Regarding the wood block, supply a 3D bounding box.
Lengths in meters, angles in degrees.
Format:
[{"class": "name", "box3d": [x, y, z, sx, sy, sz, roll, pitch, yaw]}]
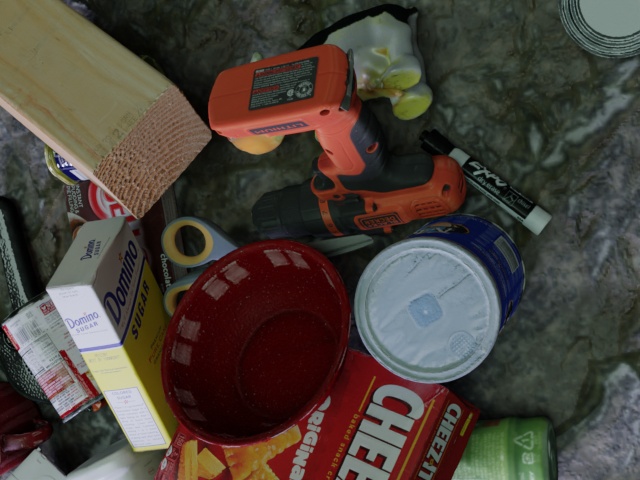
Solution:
[{"class": "wood block", "box3d": [-0.195, -0.120, 0.825, 0.206, 0.090, 0.090, 37, 83, 24]}]

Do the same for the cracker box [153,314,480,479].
[{"class": "cracker box", "box3d": [-0.010, 0.160, 0.821, 0.214, 0.072, 0.164, 18, 78, 37]}]

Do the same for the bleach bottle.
[{"class": "bleach bottle", "box3d": [-0.124, 0.293, 0.929, 0.068, 0.102, 0.251, -26, 90, 19]}]

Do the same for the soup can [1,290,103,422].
[{"class": "soup can", "box3d": [-0.220, 0.096, 0.920, 0.069, 0.068, 0.102, -34, 89, 20]}]

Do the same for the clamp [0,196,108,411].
[{"class": "clamp", "box3d": [-0.269, 0.072, 0.977, 0.210, 0.036, 0.165, 35, 101, 7]}]

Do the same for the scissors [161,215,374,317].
[{"class": "scissors", "box3d": [-0.056, 0.001, 0.852, 0.202, 0.016, 0.096, -29, 79, 28]}]

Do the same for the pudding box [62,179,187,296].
[{"class": "pudding box", "box3d": [-0.168, -0.004, 0.930, 0.090, 0.039, 0.113, -9, 96, 18]}]

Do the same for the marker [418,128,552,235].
[{"class": "marker", "box3d": [0.127, -0.048, 0.836, 0.121, 0.020, 0.020, 38, 108, 10]}]

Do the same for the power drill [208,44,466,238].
[{"class": "power drill", "box3d": [-0.004, -0.063, 0.800, 0.185, 0.187, 0.057, -11, 60, 25]}]

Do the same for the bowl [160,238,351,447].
[{"class": "bowl", "box3d": [-0.038, 0.082, 0.797, 0.162, 0.055, 0.162, -14, 58, 24]}]

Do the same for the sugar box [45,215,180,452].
[{"class": "sugar box", "box3d": [-0.156, 0.078, 0.876, 0.048, 0.093, 0.176, -8, 123, 16]}]

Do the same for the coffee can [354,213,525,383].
[{"class": "coffee can", "box3d": [0.093, 0.038, 0.796, 0.103, 0.140, 0.103, 3, 99, 18]}]

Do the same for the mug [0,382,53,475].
[{"class": "mug", "box3d": [-0.300, 0.178, 0.980, 0.117, 0.081, 0.093, -8, 96, 19]}]
